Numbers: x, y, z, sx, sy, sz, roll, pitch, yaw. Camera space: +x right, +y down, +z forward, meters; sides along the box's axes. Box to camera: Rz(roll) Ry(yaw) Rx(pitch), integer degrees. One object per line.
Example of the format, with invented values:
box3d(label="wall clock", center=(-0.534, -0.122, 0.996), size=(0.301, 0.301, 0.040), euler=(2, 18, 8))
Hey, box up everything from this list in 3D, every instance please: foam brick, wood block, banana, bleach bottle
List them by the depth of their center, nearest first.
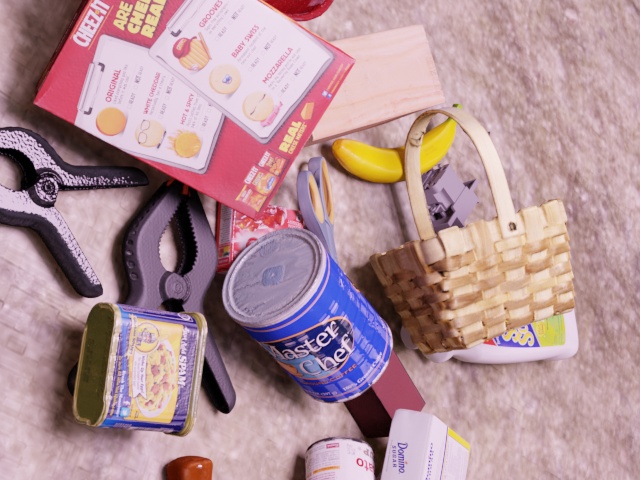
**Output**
box3d(label="foam brick", center=(0.059, 0.153, 1.075), size=(0.051, 0.053, 0.078), euler=(-45, 113, -40))
box3d(label="wood block", center=(0.020, -0.152, 1.077), size=(0.205, 0.091, 0.090), euler=(-21, 95, -44))
box3d(label="banana", center=(0.084, -0.097, 1.158), size=(0.197, 0.037, 0.069), euler=(-22, 110, -40))
box3d(label="bleach bottle", center=(0.188, 0.100, 1.204), size=(0.250, 0.068, 0.102), euler=(-5, 85, -41))

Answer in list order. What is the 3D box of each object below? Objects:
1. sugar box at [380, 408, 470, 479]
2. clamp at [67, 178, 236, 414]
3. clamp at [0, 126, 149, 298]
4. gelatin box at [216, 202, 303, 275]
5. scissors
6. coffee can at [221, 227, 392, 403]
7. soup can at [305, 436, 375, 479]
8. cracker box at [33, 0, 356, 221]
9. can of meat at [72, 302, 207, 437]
box3d(label="sugar box", center=(0.104, 0.228, 1.053), size=(0.176, 0.048, 0.093), euler=(44, 54, -61))
box3d(label="clamp", center=(-0.127, 0.050, 0.932), size=(0.164, 0.036, 0.210), euler=(23, 69, -39))
box3d(label="clamp", center=(-0.218, -0.046, 0.864), size=(0.171, 0.039, 0.120), euler=(43, 53, -29))
box3d(label="gelatin box", center=(-0.057, 0.001, 1.013), size=(0.089, 0.030, 0.073), euler=(15, 71, -40))
box3d(label="scissors", center=(0.004, 0.014, 1.055), size=(0.096, 0.016, 0.202), euler=(11, 71, -72))
box3d(label="coffee can", center=(-0.010, 0.070, 0.972), size=(0.140, 0.103, 0.102), euler=(51, 50, -41))
box3d(label="soup can", center=(0.019, 0.242, 0.988), size=(0.068, 0.069, 0.102), euler=(33, 40, -34))
box3d(label="cracker box", center=(-0.104, -0.139, 0.889), size=(0.213, 0.072, 0.164), euler=(28, 101, -21))
box3d(label="can of meat", center=(-0.144, 0.102, 0.850), size=(0.083, 0.058, 0.102), euler=(13, 80, -39))
